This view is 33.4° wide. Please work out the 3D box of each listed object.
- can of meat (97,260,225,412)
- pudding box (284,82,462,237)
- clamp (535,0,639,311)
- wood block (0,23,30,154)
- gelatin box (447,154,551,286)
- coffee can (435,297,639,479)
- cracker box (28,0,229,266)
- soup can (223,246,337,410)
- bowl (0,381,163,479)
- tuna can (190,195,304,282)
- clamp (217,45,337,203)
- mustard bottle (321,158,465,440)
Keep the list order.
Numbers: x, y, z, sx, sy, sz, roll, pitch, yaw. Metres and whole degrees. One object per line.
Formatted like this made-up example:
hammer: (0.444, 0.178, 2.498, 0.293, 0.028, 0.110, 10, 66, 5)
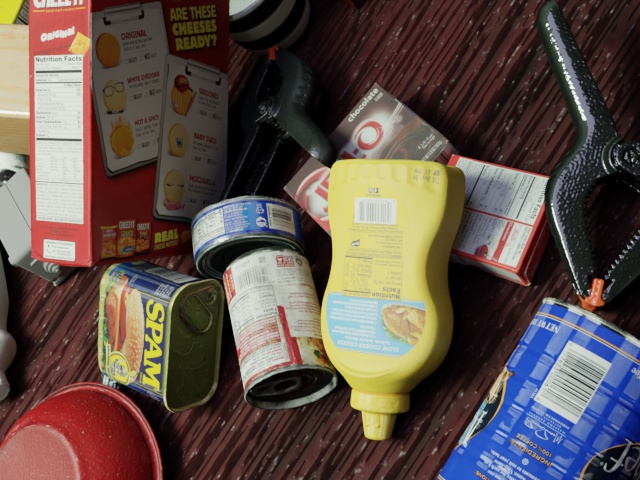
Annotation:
can of meat: (-0.125, 0.070, 0.826, 0.084, 0.057, 0.102, 16, 107, 37)
pudding box: (0.039, -0.050, 0.813, 0.113, 0.039, 0.090, -48, 54, 4)
clamp: (0.214, -0.055, 0.705, 0.165, 0.036, 0.210, 7, 80, 12)
wood block: (-0.244, -0.130, 0.941, 0.206, 0.091, 0.090, 6, 72, 10)
gelatin box: (0.121, -0.015, 0.756, 0.089, 0.030, 0.073, 18, 77, 35)
coffee can: (0.143, 0.120, 0.638, 0.103, 0.102, 0.140, 29, 84, 36)
cracker box: (-0.144, -0.093, 0.817, 0.072, 0.163, 0.214, 4, 97, 31)
soup can: (-0.031, 0.064, 0.785, 0.069, 0.068, 0.102, -25, 58, 18)
bowl: (-0.201, 0.188, 0.818, 0.162, 0.055, 0.162, -7, 77, 28)
tuna can: (-0.055, 0.001, 0.816, 0.086, 0.086, 0.034, -19, 62, 21)
clamp: (-0.027, -0.095, 0.848, 0.120, 0.039, 0.171, -18, 50, 35)
mustard bottle: (0.046, 0.041, 0.737, 0.096, 0.058, 0.191, 4, 90, 33)
